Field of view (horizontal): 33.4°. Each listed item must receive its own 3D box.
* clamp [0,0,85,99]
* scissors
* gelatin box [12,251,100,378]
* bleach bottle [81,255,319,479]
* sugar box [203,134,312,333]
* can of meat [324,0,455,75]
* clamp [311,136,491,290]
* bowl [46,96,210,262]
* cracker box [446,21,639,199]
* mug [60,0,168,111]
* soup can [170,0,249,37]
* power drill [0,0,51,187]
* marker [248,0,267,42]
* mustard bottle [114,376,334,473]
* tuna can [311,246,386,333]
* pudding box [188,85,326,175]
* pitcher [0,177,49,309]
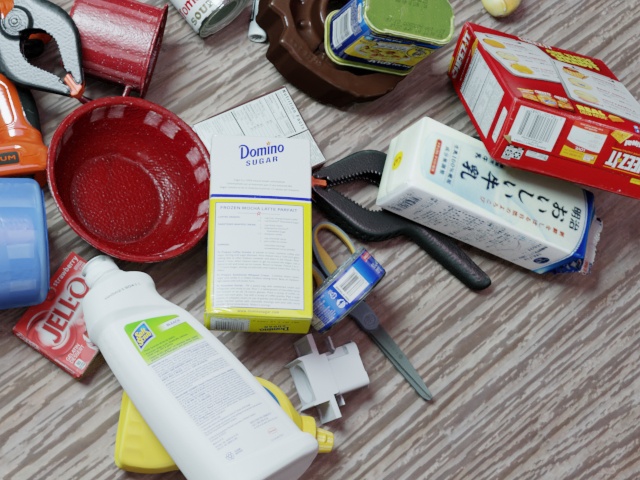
[{"bbox_3d":[-0.264,-0.201,0.942,0.171,0.039,0.120,39,95,-7],"label":"clamp"},{"bbox_3d":[0.026,0.079,1.030,0.096,0.016,0.202,-21,81,-19],"label":"scissors"},{"bbox_3d":[-0.219,0.067,0.952,0.073,0.030,0.089,36,67,-4],"label":"gelatin box"},{"bbox_3d":[-0.116,0.108,0.898,0.102,0.068,0.251,-22,62,-39],"label":"bleach bottle"},{"bbox_3d":[-0.055,-0.007,0.949,0.093,0.048,0.176,3,63,-6],"label":"sugar box"},{"bbox_3d":[0.067,-0.204,1.026,0.102,0.084,0.057,6,77,-24],"label":"can of meat"},{"bbox_3d":[0.084,-0.031,1.068,0.209,0.036,0.164,1,73,-20],"label":"clamp"},{"bbox_3d":[-0.177,-0.048,0.974,0.161,0.055,0.162,12,64,-26],"label":"bowl"},{"bbox_3d":[0.228,-0.132,1.061,0.164,0.072,0.213,13,28,-13],"label":"cracker box"},{"bbox_3d":[-0.197,-0.177,1.001,0.081,0.093,0.117,16,81,-7],"label":"mug"},{"bbox_3d":[-0.126,-0.260,1.055,0.068,0.069,0.102,-38,87,-23],"label":"soup can"},{"bbox_3d":[-0.323,-0.134,0.964,0.184,0.057,0.187,-9,77,-19],"label":"power drill"},{"bbox_3d":[-0.059,-0.263,1.102,0.020,0.020,0.121,10,72,-14],"label":"marker"},{"bbox_3d":[-0.081,0.167,0.949,0.191,0.058,0.096,11,65,-14],"label":"mustard bottle"},{"bbox_3d":[0.020,0.046,0.982,0.034,0.086,0.086,46,67,0],"label":"tuna can"},{"bbox_3d":[-0.063,-0.089,1.040,0.113,0.039,0.090,-25,82,-24],"label":"pudding box"},{"bbox_3d":[-0.346,0.014,0.865,0.242,0.145,0.149,-4,77,-17],"label":"pitcher"}]
